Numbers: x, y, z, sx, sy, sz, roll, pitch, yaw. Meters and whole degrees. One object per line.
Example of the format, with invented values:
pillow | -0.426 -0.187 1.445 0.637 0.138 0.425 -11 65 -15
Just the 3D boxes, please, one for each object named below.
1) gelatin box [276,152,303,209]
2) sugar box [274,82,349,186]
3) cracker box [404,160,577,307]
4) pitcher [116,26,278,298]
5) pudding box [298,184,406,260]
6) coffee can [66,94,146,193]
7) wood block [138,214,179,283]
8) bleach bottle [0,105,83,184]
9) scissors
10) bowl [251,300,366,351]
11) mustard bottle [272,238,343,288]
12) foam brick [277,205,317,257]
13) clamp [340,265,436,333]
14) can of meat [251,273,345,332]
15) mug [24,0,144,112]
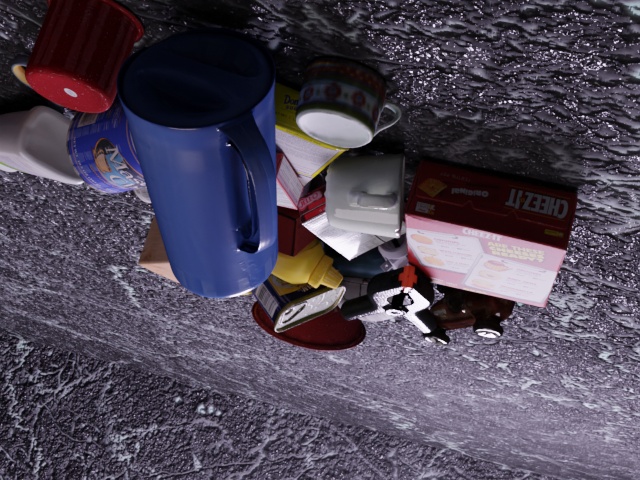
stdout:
gelatin box | -0.063 -0.066 1.088 0.073 0.030 0.089 11 164 18
sugar box | -0.035 -0.102 1.078 0.093 0.048 0.176 20 167 -13
cracker box | 0.179 -0.003 1.149 0.164 0.072 0.213 13 162 10
pitcher | -0.094 -0.054 0.964 0.145 0.149 0.243 6 138 9
pudding box | 0.039 -0.029 1.188 0.090 0.039 0.113 -26 144 20
coffee can | -0.184 -0.105 1.101 0.102 0.103 0.141 28 160 -35
wood block | -0.144 0.005 1.443 0.090 0.091 0.207 28 159 -36
bleach bottle | -0.368 -0.117 1.285 0.102 0.068 0.251 33 165 -38
scissors | -0.310 -0.162 1.188 0.096 0.016 0.202 25 161 -23
bowl | -0.010 0.088 1.456 0.162 0.055 0.162 12 -158 -5
mustard bottle | -0.058 0.001 1.285 0.191 0.058 0.096 32 -158 4
foam brick | -0.031 -0.026 1.227 0.051 0.078 0.053 20 124 24
clamp | 0.100 0.073 1.270 0.120 0.039 0.172 7 161 -12
can of meat | -0.035 0.055 1.333 0.101 0.084 0.057 -21 151 -32
mug | -0.224 -0.168 0.972 0.093 0.081 0.117 29 159 -36
